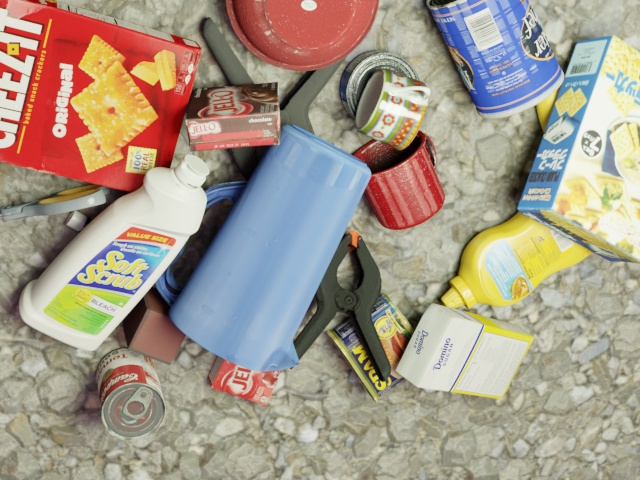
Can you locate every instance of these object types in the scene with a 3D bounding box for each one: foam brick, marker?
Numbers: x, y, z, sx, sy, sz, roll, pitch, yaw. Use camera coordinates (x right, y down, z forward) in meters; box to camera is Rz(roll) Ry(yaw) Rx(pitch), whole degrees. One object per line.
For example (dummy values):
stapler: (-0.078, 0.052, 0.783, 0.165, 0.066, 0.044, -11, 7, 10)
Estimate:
foam brick: (-0.181, 0.091, 1.170, 0.051, 0.078, 0.053, 23, 102, -21)
marker: (-0.220, 0.004, 1.162, 0.121, 0.020, 0.020, 31, 97, -22)

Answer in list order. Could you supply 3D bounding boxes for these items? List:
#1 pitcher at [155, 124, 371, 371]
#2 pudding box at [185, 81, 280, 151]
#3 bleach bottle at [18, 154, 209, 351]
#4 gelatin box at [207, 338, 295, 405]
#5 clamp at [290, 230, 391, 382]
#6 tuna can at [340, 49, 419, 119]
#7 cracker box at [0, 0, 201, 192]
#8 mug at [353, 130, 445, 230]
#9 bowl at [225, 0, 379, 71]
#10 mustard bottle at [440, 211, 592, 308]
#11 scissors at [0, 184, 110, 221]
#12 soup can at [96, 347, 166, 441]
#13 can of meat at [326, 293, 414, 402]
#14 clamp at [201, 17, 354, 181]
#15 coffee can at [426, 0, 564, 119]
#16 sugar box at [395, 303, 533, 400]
pitcher: (-0.057, 0.001, 1.117, 0.149, 0.145, 0.243, 24, 98, -31)
pudding box: (-0.086, -0.126, 1.074, 0.090, 0.113, 0.039, -4, 112, 0)
bleach bottle: (-0.204, 0.004, 1.096, 0.102, 0.068, 0.251, 30, 119, -25)
gelatin box: (-0.080, 0.140, 1.238, 0.073, 0.030, 0.089, 22, 100, -20)
clamp: (0.037, 0.078, 1.207, 0.120, 0.039, 0.171, 19, 77, -14)
tuna can: (0.065, -0.166, 1.177, 0.086, 0.034, 0.086, -4, 108, -14)
cracker box: (-0.243, -0.148, 1.078, 0.213, 0.072, 0.164, 13, 104, -19)
mug: (0.094, -0.073, 1.194, 0.117, 0.093, 0.081, -50, 124, -36)
bowl: (-0.014, -0.243, 1.072, 0.162, 0.055, 0.162, -3, 113, -7)
mustard bottle: (0.226, 0.023, 1.269, 0.191, 0.058, 0.096, -34, 114, -3)
scissors: (-0.308, -0.034, 1.119, 0.202, 0.096, 0.016, -8, 103, 20)
soup can: (-0.210, 0.167, 1.172, 0.068, 0.102, 0.068, -5, 108, -14)
can of meat: (0.070, 0.126, 1.261, 0.084, 0.057, 0.102, -35, 114, -5)
clamp: (-0.059, -0.140, 1.150, 0.164, 0.036, 0.210, 9, 105, -11)
coffee can: (0.190, -0.218, 1.158, 0.103, 0.103, 0.140, -32, 112, -4)
sugar box: (0.172, 0.133, 1.261, 0.175, 0.048, 0.093, 18, 102, -44)
